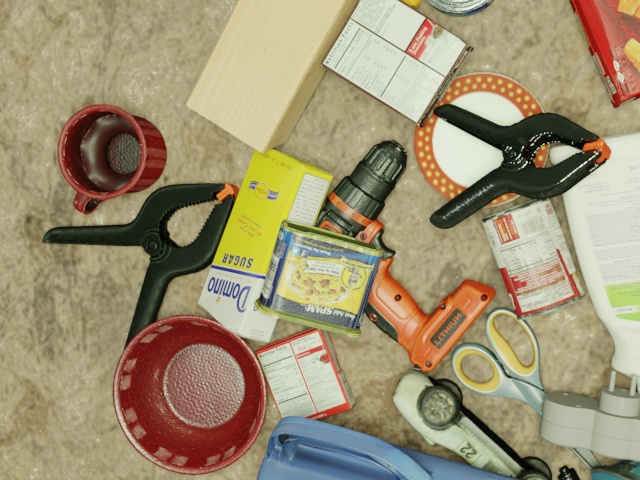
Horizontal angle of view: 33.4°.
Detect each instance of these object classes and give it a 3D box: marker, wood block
[{"bbox_3d":[0.265,0.271,1.028,0.020,0.020,0.121,-32,87,12],"label":"marker"},{"bbox_3d":[-0.032,-0.198,1.009,0.091,0.090,0.206,32,109,6],"label":"wood block"}]

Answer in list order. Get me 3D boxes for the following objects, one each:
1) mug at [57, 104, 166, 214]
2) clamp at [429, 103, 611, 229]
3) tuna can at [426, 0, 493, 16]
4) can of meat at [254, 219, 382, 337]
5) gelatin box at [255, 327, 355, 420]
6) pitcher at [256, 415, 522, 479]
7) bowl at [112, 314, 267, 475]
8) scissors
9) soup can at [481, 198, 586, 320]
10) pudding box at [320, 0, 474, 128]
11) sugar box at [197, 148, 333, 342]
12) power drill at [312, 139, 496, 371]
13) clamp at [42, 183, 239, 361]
[{"bbox_3d":[-0.211,-0.078,1.077,0.093,0.081,0.117,30,98,9],"label":"mug"},{"bbox_3d":[0.172,-0.065,0.967,0.172,0.039,0.120,5,86,34],"label":"clamp"},{"bbox_3d":[0.134,-0.258,1.020,0.086,0.033,0.086,1,93,12],"label":"tuna can"},{"bbox_3d":[-0.001,0.034,0.986,0.102,0.057,0.084,15,98,-12],"label":"can of meat"},{"bbox_3d":[-0.015,0.137,1.075,0.073,0.030,0.089,-22,89,13],"label":"gelatin box"},{"bbox_3d":[0.066,0.242,0.970,0.243,0.149,0.145,6,88,30],"label":"pitcher"},{"bbox_3d":[-0.126,0.153,1.085,0.162,0.055,0.162,1,93,12],"label":"bowl"},{"bbox_3d":[0.199,0.164,1.039,0.096,0.016,0.202,-24,88,14],"label":"scissors"},{"bbox_3d":[0.200,0.016,1.004,0.068,0.068,0.102,-20,88,12],"label":"soup can"},{"bbox_3d":[0.070,-0.170,0.982,0.113,0.039,0.090,34,101,11],"label":"pudding box"},{"bbox_3d":[-0.057,0.001,1.045,0.093,0.048,0.176,30,99,54],"label":"sugar box"},{"bbox_3d":[0.075,0.021,1.037,0.188,0.057,0.184,39,104,10],"label":"power drill"},{"bbox_3d":[-0.177,0.001,1.097,0.210,0.036,0.164,-43,85,9],"label":"clamp"}]
